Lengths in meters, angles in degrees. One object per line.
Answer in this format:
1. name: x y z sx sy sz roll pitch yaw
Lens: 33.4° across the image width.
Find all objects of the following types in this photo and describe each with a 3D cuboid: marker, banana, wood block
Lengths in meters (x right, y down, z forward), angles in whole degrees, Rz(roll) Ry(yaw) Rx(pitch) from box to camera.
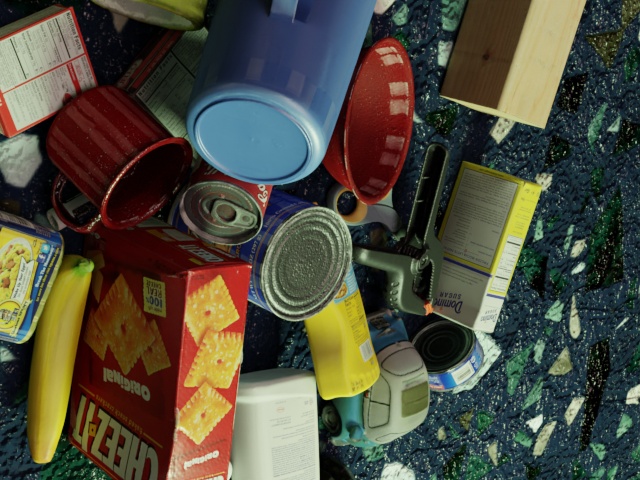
1. marker: -0.177 -0.045 0.907 0.120 0.020 0.020 -33 126 -30
2. banana: -0.220 0.088 0.888 0.037 0.069 0.198 10 113 -12
3. wood block: 0.216 -0.238 1.151 0.090 0.091 0.206 12 98 -44

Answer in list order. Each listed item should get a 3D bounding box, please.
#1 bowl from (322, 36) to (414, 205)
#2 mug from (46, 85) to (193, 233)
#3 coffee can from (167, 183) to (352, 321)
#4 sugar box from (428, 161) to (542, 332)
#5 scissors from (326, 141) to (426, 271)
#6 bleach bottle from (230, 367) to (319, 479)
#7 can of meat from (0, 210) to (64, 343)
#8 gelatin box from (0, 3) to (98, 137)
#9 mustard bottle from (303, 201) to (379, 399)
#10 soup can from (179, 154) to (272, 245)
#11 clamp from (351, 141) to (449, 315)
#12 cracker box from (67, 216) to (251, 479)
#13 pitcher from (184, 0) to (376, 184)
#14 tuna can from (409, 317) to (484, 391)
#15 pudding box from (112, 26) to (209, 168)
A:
1. bowl: 0.036 -0.118 1.034 0.161 0.055 0.162 -36 131 -56
2. mug: -0.170 -0.060 0.851 0.117 0.081 0.093 -51 162 10
3. coffee can: -0.056 0.001 0.953 0.102 0.141 0.103 -18 118 -38
4. sugar box: 0.179 0.007 1.212 0.048 0.093 0.176 9 100 -45
5. scissors: 0.062 -0.013 1.149 0.096 0.016 0.201 -40 129 -23
6. bleach bottle: -0.046 0.259 1.070 0.102 0.068 0.251 -4 92 -43
7. can of meat: -0.258 0.025 0.833 0.083 0.058 0.102 22 90 -48
8. gelatin box: -0.222 -0.132 0.823 0.089 0.030 0.073 -35 126 -30
9. mustard bottle: 0.009 0.056 1.071 0.096 0.058 0.191 -28 106 -67
10. soup can: -0.071 -0.055 0.882 0.102 0.069 0.068 -76 150 -45
11. clamp: 0.101 0.005 1.144 0.164 0.036 0.210 -53 148 -19
12. cracker box: -0.141 0.099 0.895 0.071 0.164 0.214 -4 109 -41
13. pitcher: -0.026 -0.172 0.843 0.149 0.145 0.242 45 44 -35
14. tuna can: 0.143 0.131 1.233 0.086 0.086 0.033 -46 130 -20
15. pudding box: -0.113 -0.127 0.922 0.090 0.039 0.113 -53 132 -13
